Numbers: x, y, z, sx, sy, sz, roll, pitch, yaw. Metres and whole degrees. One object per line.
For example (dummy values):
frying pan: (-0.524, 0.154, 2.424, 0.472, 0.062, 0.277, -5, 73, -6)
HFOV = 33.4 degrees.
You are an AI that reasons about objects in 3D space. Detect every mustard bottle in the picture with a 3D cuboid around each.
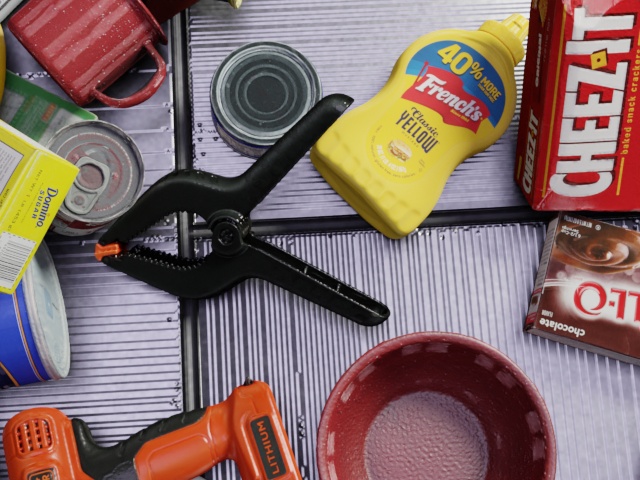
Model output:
mustard bottle: (0.088, -0.098, 0.790, 0.096, 0.058, 0.191, 44, 78, 0)

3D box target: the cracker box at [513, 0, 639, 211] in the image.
cracker box: (0.255, -0.106, 0.750, 0.213, 0.072, 0.164, -1, 115, -3)

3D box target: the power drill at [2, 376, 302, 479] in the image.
power drill: (-0.105, 0.178, 0.697, 0.187, 0.057, 0.184, -13, 64, -13)

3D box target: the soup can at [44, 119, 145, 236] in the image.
soup can: (-0.165, -0.040, 0.738, 0.068, 0.102, 0.068, 2, 84, -20)

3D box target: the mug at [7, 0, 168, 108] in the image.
mug: (-0.164, -0.145, 0.779, 0.081, 0.093, 0.117, -43, 84, -6)

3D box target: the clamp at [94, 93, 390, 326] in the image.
clamp: (-0.055, 0.001, 0.755, 0.210, 0.036, 0.164, -15, 100, 13)

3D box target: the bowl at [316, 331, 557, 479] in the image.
bowl: (0.077, 0.145, 0.734, 0.162, 0.055, 0.162, 0, 77, -2)

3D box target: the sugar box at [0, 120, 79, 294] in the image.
sugar box: (-0.242, -0.046, 0.690, 0.176, 0.048, 0.093, 30, 91, 35)

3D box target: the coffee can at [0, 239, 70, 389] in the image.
coffee can: (-0.251, 0.057, 0.721, 0.140, 0.103, 0.103, -11, 77, -4)

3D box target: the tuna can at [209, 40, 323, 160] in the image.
tuna can: (-0.041, -0.106, 0.800, 0.086, 0.034, 0.086, 0, 77, -2)

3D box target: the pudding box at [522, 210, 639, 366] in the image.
pudding box: (0.212, 0.038, 0.772, 0.113, 0.039, 0.090, 15, 77, 2)
